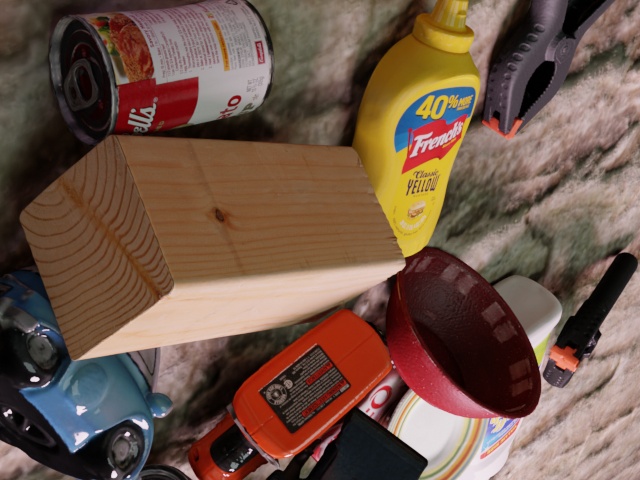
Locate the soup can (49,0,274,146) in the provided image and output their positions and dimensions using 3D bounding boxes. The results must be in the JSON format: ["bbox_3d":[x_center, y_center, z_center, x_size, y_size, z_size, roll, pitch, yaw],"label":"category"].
[{"bbox_3d":[-0.084,-0.093,0.574,0.102,0.069,0.068,-18,132,-36],"label":"soup can"}]

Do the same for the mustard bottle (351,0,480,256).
[{"bbox_3d":[0.065,-0.080,0.746,0.096,0.058,0.192,-11,127,-42],"label":"mustard bottle"}]

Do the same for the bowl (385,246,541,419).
[{"bbox_3d":[0.105,0.086,0.869,0.161,0.162,0.055,6,140,-48],"label":"bowl"}]

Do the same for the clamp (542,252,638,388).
[{"bbox_3d":[0.263,0.086,1.061,0.165,0.036,0.209,-63,164,10],"label":"clamp"}]

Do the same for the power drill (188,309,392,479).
[{"bbox_3d":[-0.009,0.106,0.763,0.184,0.057,0.188,-39,173,-19],"label":"power drill"}]

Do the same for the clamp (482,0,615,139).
[{"bbox_3d":[0.182,-0.159,0.817,0.120,0.039,0.172,-4,129,-39],"label":"clamp"}]

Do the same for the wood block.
[{"bbox_3d":[-0.054,0.000,0.622,0.090,0.091,0.205,-34,162,33],"label":"wood block"}]

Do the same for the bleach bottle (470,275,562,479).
[{"bbox_3d":[0.170,0.155,1.049,0.102,0.068,0.251,-31,141,-28],"label":"bleach bottle"}]
